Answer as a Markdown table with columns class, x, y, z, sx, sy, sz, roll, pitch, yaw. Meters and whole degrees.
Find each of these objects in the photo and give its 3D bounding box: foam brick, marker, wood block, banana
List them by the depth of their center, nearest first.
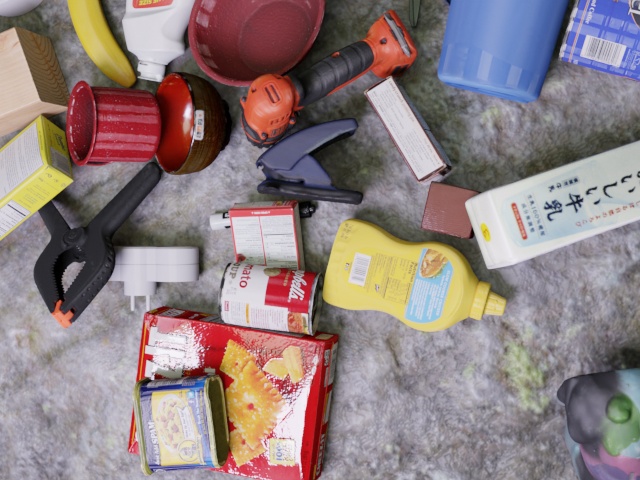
| class | x | y | z | sx | sy | sz | roll | pitch | yaw |
| --- | --- | --- | --- | --- | --- | --- | --- | --- | --- |
| foam brick | 0.139 | -0.031 | 1.123 | 0.053 | 0.078 | 0.051 | 14 | 93 | 11 |
| marker | -0.064 | -0.028 | 1.198 | 0.121 | 0.020 | 0.020 | -7 | 90 | 13 |
| banana | -0.256 | -0.270 | 1.224 | 0.070 | 0.037 | 0.198 | -6 | 90 | 14 |
| wood block | -0.408 | -0.162 | 1.235 | 0.206 | 0.090 | 0.091 | -20 | 88 | 12 |

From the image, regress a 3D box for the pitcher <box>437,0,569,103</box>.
| class | x | y | z | sx | sy | sz | roll | pitch | yaw |
| --- | --- | --- | --- | --- | --- | --- | --- | --- | --- |
| pitcher | 0.190 | -0.271 | 1.088 | 0.145 | 0.149 | 0.243 | 13 | 98 | -3 |

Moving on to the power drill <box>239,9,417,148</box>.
| class | x | y | z | sx | sy | sz | roll | pitch | yaw |
| --- | --- | --- | --- | --- | --- | --- | --- | --- | --- |
| power drill | 0.003 | -0.161 | 1.122 | 0.187 | 0.184 | 0.057 | -30 | 89 | -8 |

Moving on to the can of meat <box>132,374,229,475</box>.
| class | x | y | z | sx | sy | sz | roll | pitch | yaw |
| --- | --- | --- | --- | --- | --- | --- | --- | --- | --- |
| can of meat | -0.146 | 0.194 | 1.132 | 0.084 | 0.057 | 0.102 | -6 | 92 | 13 |

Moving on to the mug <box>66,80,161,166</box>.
| class | x | y | z | sx | sy | sz | roll | pitch | yaw |
| --- | --- | --- | --- | --- | --- | --- | --- | --- | --- |
| mug | -0.233 | -0.121 | 1.193 | 0.117 | 0.081 | 0.093 | -54 | 47 | 44 |

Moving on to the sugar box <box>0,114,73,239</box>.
| class | x | y | z | sx | sy | sz | roll | pitch | yaw |
| --- | --- | --- | --- | --- | --- | --- | --- | --- | --- |
| sugar box | -0.364 | -0.055 | 1.226 | 0.176 | 0.048 | 0.093 | -37 | 45 | 17 |

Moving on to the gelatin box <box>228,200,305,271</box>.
| class | x | y | z | sx | sy | sz | roll | pitch | yaw |
| --- | --- | --- | --- | --- | --- | --- | --- | --- | --- |
| gelatin box | -0.058 | 0.002 | 1.180 | 0.073 | 0.030 | 0.089 | -2 | 112 | 13 |

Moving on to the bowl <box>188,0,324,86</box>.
| class | x | y | z | sx | sy | sz | roll | pitch | yaw |
| --- | --- | --- | --- | --- | --- | --- | --- | --- | --- |
| bowl | -0.061 | -0.233 | 1.159 | 0.162 | 0.055 | 0.162 | -7 | 73 | 22 |

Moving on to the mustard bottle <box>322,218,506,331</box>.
| class | x | y | z | sx | sy | sz | roll | pitch | yaw |
| --- | --- | --- | --- | --- | --- | --- | --- | --- | --- |
| mustard bottle | 0.104 | 0.045 | 1.142 | 0.192 | 0.058 | 0.096 | 16 | 96 | 12 |

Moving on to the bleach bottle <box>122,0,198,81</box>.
| class | x | y | z | sx | sy | sz | roll | pitch | yaw |
| --- | --- | --- | --- | --- | --- | --- | --- | --- | --- |
| bleach bottle | -0.162 | -0.302 | 1.190 | 0.103 | 0.068 | 0.251 | 12 | 96 | 14 |

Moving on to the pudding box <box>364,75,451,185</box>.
| class | x | y | z | sx | sy | sz | roll | pitch | yaw |
| --- | --- | --- | --- | --- | --- | --- | --- | --- | --- |
| pudding box | 0.093 | -0.114 | 1.124 | 0.039 | 0.090 | 0.113 | -33 | 85 | 11 |

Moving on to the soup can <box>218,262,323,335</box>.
| class | x | y | z | sx | sy | sz | roll | pitch | yaw |
| --- | --- | --- | --- | --- | --- | --- | --- | --- | --- |
| soup can | -0.053 | 0.062 | 1.150 | 0.102 | 0.068 | 0.068 | 7 | 93 | 9 |

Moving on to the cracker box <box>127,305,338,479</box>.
| class | x | y | z | sx | sy | sz | roll | pitch | yaw |
| --- | --- | --- | --- | --- | --- | --- | --- | --- | --- |
| cracker box | -0.097 | 0.171 | 1.184 | 0.214 | 0.072 | 0.164 | 8 | 93 | 13 |

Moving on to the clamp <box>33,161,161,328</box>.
| class | x | y | z | sx | sy | sz | roll | pitch | yaw |
| --- | --- | --- | --- | --- | --- | --- | --- | --- | --- |
| clamp | -0.275 | 0.001 | 1.187 | 0.165 | 0.036 | 0.210 | -2 | 54 | 20 |
